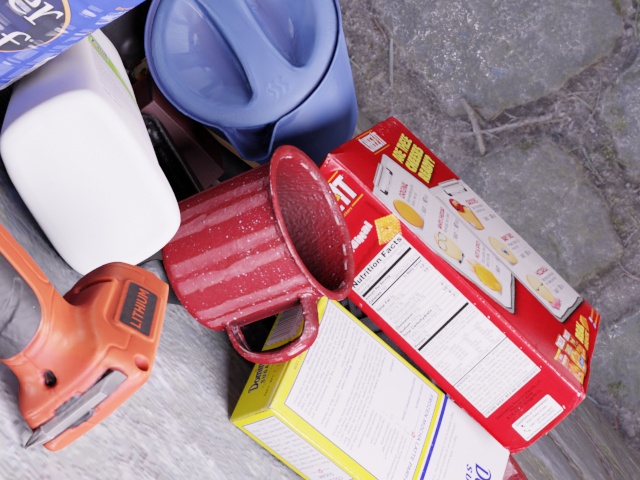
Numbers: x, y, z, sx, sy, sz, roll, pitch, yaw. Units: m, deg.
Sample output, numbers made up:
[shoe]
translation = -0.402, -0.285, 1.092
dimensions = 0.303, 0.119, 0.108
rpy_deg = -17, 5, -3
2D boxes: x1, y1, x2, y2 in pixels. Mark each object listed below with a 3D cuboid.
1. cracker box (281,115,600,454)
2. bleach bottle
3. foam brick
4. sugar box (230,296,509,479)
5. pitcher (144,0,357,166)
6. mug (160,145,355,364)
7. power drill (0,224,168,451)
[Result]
[cracker box]
translation = 0.085, 0.023, 0.719
dimensions = 0.214, 0.072, 0.164
rpy_deg = 43, 23, 3
[bleach bottle]
translation = -0.140, -0.076, 0.648
dimensions = 0.102, 0.068, 0.251
rpy_deg = 61, 1, -26
[foam brick]
translation = -0.114, -0.068, 0.760
dimensions = 0.078, 0.053, 0.051
rpy_deg = 47, 11, -29
[sugar box]
translation = 0.035, 0.119, 0.648
dimensions = 0.176, 0.048, 0.093
rpy_deg = 44, 48, -21
[pitcher]
translation = -0.037, -0.134, 0.816
dimensions = 0.145, 0.149, 0.242
rpy_deg = 38, -1, 10
[mug]
translation = -0.035, 0.014, 0.610
dimensions = 0.093, 0.082, 0.117
rpy_deg = 21, 52, -61
[power drill]
translation = -0.146, -0.016, 0.438
dimensions = 0.187, 0.057, 0.184
rpy_deg = 46, 16, -18
